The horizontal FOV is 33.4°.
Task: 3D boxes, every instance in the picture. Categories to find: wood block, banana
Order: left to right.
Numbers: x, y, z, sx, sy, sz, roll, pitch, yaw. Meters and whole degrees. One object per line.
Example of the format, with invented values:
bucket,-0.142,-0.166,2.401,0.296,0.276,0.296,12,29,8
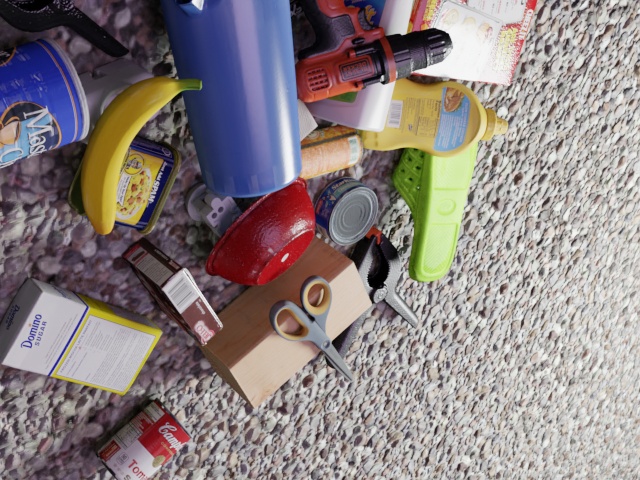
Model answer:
banana,-0.193,-0.090,1.044,0.069,0.037,0.198,30,115,-17
wood block,-0.047,0.101,1.360,0.206,0.090,0.090,-40,136,-16

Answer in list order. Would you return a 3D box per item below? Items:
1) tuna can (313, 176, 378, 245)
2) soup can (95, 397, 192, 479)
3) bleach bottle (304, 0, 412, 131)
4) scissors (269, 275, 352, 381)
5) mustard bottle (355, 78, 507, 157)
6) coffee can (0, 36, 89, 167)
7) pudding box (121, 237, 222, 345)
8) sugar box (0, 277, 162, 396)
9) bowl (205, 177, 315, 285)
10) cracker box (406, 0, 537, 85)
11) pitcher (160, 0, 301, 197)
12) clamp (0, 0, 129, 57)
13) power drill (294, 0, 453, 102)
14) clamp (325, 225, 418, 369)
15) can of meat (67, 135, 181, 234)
tuna can,0.033,-0.038,1.388,0.086,0.034,0.086,-22,128,-31
soup can,-0.217,0.253,1.315,0.102,0.069,0.068,-42,136,-14
bleach bottle,0.055,-0.259,1.237,0.067,0.103,0.251,0,107,-51
scissors,0.010,0.109,1.336,0.201,0.016,0.096,34,90,-47
mustard bottle,0.143,-0.154,1.337,0.191,0.058,0.096,6,100,-13
coffee can,-0.299,-0.119,0.982,0.140,0.103,0.103,-25,130,-29
pudding box,-0.169,0.059,1.222,0.039,0.090,0.113,-42,136,-17
sugar box,-0.272,0.110,1.194,0.176,0.048,0.093,27,95,-44
bowl,-0.058,0.002,1.260,0.162,0.055,0.162,-41,166,-13
cracker box,0.173,-0.287,1.333,0.213,0.072,0.164,-3,117,-43
pitcher,-0.082,-0.177,1.105,0.149,0.145,0.243,-17,118,-19
clamp,-0.240,-0.243,1.006,0.171,0.039,0.120,4,111,-44
power drill,0.040,-0.258,1.159,0.184,0.057,0.187,-17,100,-9
clamp,0.081,0.070,1.497,0.164,0.036,0.210,-17,125,-34
can of meat,-0.209,-0.065,1.133,0.083,0.058,0.102,15,104,-44
